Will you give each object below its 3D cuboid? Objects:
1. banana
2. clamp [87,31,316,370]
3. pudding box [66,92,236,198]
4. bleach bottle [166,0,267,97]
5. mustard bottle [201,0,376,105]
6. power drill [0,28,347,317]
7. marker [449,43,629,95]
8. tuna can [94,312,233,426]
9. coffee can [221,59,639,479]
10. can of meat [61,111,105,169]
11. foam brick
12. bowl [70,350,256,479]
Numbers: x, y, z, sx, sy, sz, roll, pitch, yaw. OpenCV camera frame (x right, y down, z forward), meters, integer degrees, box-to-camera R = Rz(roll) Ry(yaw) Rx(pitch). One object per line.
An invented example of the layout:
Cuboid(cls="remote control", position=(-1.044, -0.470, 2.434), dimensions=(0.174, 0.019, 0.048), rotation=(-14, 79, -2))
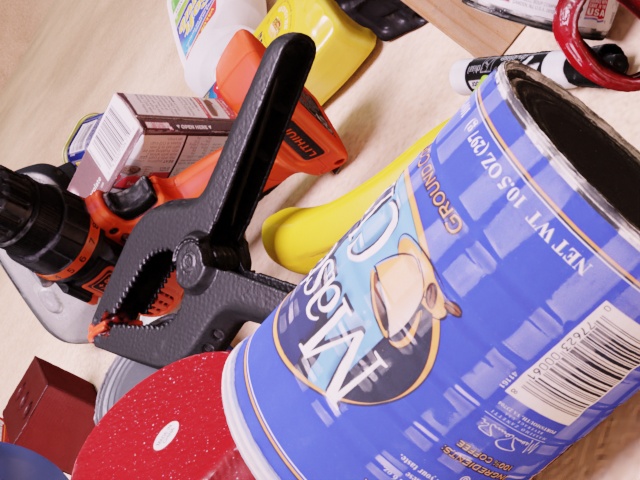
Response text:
Cuboid(cls="banana", position=(0.020, -0.015, 0.549), dimensions=(0.198, 0.037, 0.069), rotation=(-28, 22, 48))
Cuboid(cls="clamp", position=(-0.054, 0.001, 0.553), dimensions=(0.210, 0.036, 0.164), rotation=(-24, 68, 40))
Cuboid(cls="pudding box", position=(-0.110, -0.041, 0.692), dimensions=(0.039, 0.089, 0.114), rotation=(55, 128, 26))
Cuboid(cls="bleach bottle", position=(-0.083, -0.190, 0.936), dimensions=(0.103, 0.068, 0.251), rotation=(-51, 26, 17))
Cuboid(cls="mustard bottle", position=(-0.043, -0.096, 0.741), dimensions=(0.192, 0.058, 0.096), rotation=(-47, 37, 26))
Cuboid(cls="power drill", position=(-0.092, -0.037, 0.616), dimensions=(0.188, 0.184, 0.057), rotation=(-34, 59, 14))
Cuboid(cls="marker", position=(0.097, -0.077, 0.489), dimensions=(0.020, 0.020, 0.121), rotation=(-61, 24, -7))
Cuboid(cls="tuna can", position=(-0.087, 0.086, 0.609), dimensions=(0.086, 0.033, 0.086), rotation=(-27, 40, 25))
Cuboid(cls="coffee can", position=(0.049, 0.027, 0.350), dimensions=(0.140, 0.102, 0.103), rotation=(-47, 25, 23))
Cuboid(cls="can of meat", position=(-0.144, -0.062, 0.848), dimensions=(0.084, 0.102, 0.057), rotation=(-1, 60, 61))
Cuboid(cls="foam brick", position=(-0.193, 0.126, 0.774), dimensions=(0.053, 0.051, 0.078), rotation=(-60, 23, -3))
Cuboid(cls="bowl", position=(-0.052, 0.098, 0.451), dimensions=(0.162, 0.055, 0.162), rotation=(-24, 30, 15))
